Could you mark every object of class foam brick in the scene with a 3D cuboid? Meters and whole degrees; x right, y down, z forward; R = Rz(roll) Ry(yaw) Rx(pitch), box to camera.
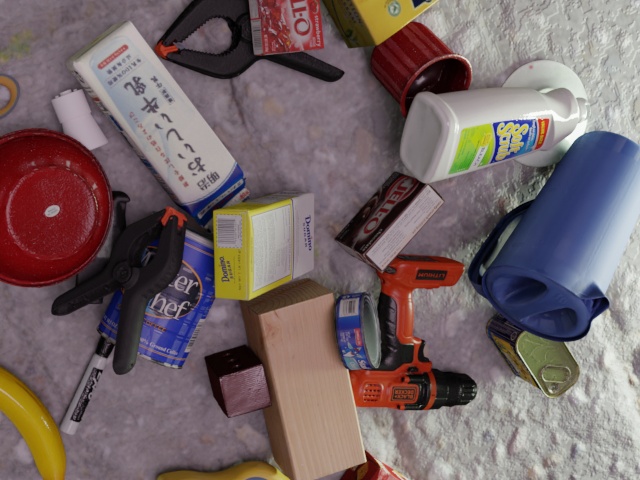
[{"bbox_3d":[-0.094,0.158,1.203,0.053,0.078,0.051,-15,106,-16],"label":"foam brick"}]

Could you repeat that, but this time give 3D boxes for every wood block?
[{"bbox_3d":[-0.021,0.160,1.222,0.090,0.090,0.206,-16,104,-16],"label":"wood block"}]

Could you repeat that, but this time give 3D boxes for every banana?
[{"bbox_3d":[-0.333,0.186,1.150,0.070,0.037,0.197,-41,109,10],"label":"banana"}]

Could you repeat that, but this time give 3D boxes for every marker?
[{"bbox_3d":[-0.255,0.156,1.178,0.020,0.020,0.121,24,91,-21],"label":"marker"}]

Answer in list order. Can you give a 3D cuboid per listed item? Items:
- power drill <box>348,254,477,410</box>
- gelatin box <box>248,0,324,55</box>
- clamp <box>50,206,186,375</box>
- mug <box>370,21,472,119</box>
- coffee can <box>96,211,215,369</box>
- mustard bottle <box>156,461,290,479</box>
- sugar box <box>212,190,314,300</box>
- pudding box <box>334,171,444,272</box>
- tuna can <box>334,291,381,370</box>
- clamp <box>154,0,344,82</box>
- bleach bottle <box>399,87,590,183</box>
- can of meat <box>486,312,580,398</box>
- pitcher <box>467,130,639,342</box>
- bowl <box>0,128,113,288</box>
[{"bbox_3d":[0.120,0.113,1.278,0.184,0.057,0.188,4,97,-29],"label":"power drill"},{"bbox_3d":[-0.037,-0.246,1.139,0.073,0.030,0.089,-11,102,-25],"label":"gelatin box"},{"bbox_3d":[-0.188,0.048,1.078,0.171,0.039,0.120,-48,68,8],"label":"clamp"},{"bbox_3d":[0.113,-0.185,1.203,0.093,0.082,0.117,-35,144,-1],"label":"mug"},{"bbox_3d":[-0.164,0.053,1.146,0.102,0.103,0.140,25,91,-21],"label":"coffee can"},{"bbox_3d":[-0.093,0.307,1.240,0.191,0.058,0.096,-5,102,-19],"label":"mustard bottle"},{"bbox_3d":[-0.058,0.002,1.145,0.048,0.176,0.093,4,99,19],"label":"sugar box"},{"bbox_3d":[0.079,-0.023,1.223,0.039,0.090,0.113,41,85,-22],"label":"pudding box"},{"bbox_3d":[0.042,0.100,1.183,0.034,0.086,0.086,-8,104,14],"label":"tuna can"},{"bbox_3d":[-0.079,-0.241,1.158,0.209,0.036,0.164,-12,102,-21],"label":"clamp"},{"bbox_3d":[0.212,-0.136,1.216,0.250,0.068,0.103,-15,139,-30],"label":"bleach bottle"},{"bbox_3d":[0.260,0.136,1.318,0.057,0.084,0.102,-38,109,-10],"label":"can of meat"},{"bbox_3d":[0.291,-0.013,1.259,0.149,0.145,0.242,32,63,6],"label":"pitcher"},{"bbox_3d":[-0.273,-0.029,1.054,0.161,0.055,0.162,-5,99,-31],"label":"bowl"}]
